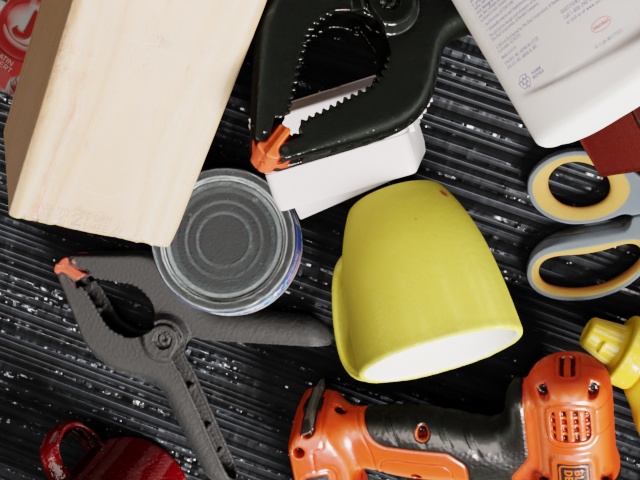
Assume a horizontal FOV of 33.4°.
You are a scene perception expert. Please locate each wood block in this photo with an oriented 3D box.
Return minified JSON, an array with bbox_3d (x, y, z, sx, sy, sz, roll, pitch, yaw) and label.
[{"bbox_3d":[-0.090,-0.111,0.539,0.090,0.091,0.206,12,119,-24],"label":"wood block"}]

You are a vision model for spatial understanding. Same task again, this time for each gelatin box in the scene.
[{"bbox_3d":[-0.146,-0.106,0.616,0.089,0.030,0.073,36,109,-15],"label":"gelatin box"}]

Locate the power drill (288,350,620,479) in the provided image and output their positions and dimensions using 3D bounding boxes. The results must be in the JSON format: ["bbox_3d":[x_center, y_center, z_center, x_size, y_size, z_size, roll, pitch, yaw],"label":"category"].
[{"bbox_3d":[0.083,0.149,0.632,0.188,0.057,0.184,-4,118,13],"label":"power drill"}]

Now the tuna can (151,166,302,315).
[{"bbox_3d":[-0.054,0.001,0.620,0.086,0.034,0.086,0,85,4],"label":"tuna can"}]

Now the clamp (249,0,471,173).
[{"bbox_3d":[0.041,-0.113,0.538,0.164,0.036,0.210,31,74,-2],"label":"clamp"}]

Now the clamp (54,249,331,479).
[{"bbox_3d":[-0.081,0.054,0.654,0.171,0.039,0.120,43,94,0],"label":"clamp"}]

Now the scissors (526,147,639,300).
[{"bbox_3d":[0.203,-0.028,0.587,0.202,0.016,0.096,-23,100,16],"label":"scissors"}]

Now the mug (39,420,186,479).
[{"bbox_3d":[-0.137,0.167,0.673,0.093,0.081,0.117,-29,99,17],"label":"mug"}]
